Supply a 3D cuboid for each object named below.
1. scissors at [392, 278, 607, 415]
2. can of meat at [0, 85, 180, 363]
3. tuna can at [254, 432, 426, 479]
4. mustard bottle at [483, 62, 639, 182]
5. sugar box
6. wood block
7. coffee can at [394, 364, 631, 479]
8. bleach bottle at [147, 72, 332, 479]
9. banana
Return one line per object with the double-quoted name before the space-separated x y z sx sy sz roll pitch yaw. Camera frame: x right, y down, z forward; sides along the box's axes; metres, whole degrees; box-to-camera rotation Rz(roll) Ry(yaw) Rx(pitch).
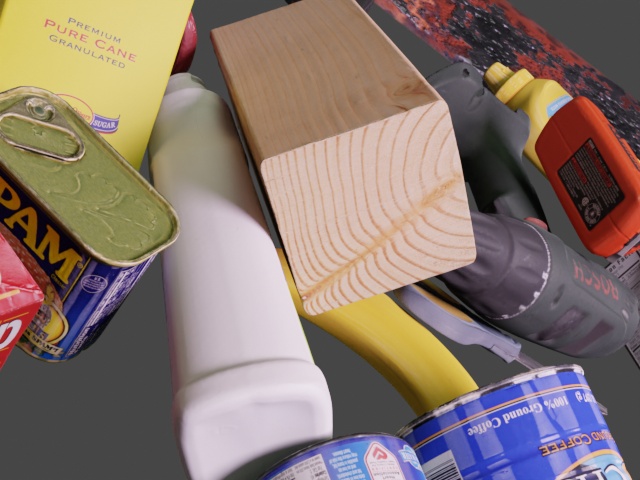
"scissors" 0.110 0.066 0.655 0.201 0.016 0.096 35 9 -7
"can of meat" -0.127 -0.005 0.490 0.102 0.084 0.057 44 36 6
"tuna can" 0.008 0.121 0.472 0.085 0.086 0.034 8 44 -36
"mustard bottle" 0.208 -0.077 0.886 0.192 0.058 0.096 47 37 10
"sugar box" -0.120 -0.112 0.551 0.093 0.176 0.048 17 1 -27
"wood block" 0.005 -0.059 0.583 0.091 0.090 0.206 -18 30 -4
"coffee can" 0.105 0.143 0.501 0.102 0.103 0.140 0 60 -41
"bleach bottle" -0.054 0.001 0.537 0.068 0.102 0.251 -11 50 -7
"banana" 0.039 0.068 0.598 0.198 0.037 0.069 48 36 12
